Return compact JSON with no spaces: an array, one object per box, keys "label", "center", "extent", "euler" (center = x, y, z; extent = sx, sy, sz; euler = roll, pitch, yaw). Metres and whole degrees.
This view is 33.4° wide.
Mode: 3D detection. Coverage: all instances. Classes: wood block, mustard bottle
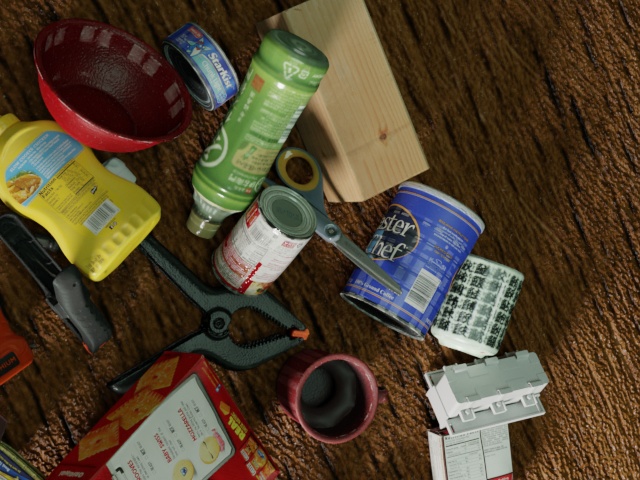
[{"label":"wood block","center":[0.022,-0.151,1.114],"extent":[0.090,0.090,0.206],"euler":[-27,102,-20]},{"label":"mustard bottle","center":[-0.250,-0.056,1.009],"extent":[0.191,0.058,0.096],"euler":[41,77,2]}]

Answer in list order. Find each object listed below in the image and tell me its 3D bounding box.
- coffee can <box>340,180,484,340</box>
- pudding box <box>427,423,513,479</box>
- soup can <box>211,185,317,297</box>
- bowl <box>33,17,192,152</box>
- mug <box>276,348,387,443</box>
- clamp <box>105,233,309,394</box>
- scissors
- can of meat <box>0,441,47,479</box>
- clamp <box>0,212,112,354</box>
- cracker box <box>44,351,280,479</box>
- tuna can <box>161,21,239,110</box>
[{"label":"coffee can","center":[0.099,0.022,1.146],"extent":[0.102,0.103,0.140],"euler":[33,81,-20]},{"label":"pudding box","center":[0.174,0.263,1.224],"extent":[0.089,0.039,0.113],"euler":[-9,94,-21]},{"label":"soup can","center":[-0.057,0.001,1.071],"extent":[0.068,0.102,0.068],"euler":[23,42,-22]},{"label":"bowl","center":[-0.205,-0.137,1.017],"extent":[0.162,0.162,0.055],"euler":[24,129,-21]},{"label":"mug","center":[0.014,0.160,1.130],"extent":[0.117,0.082,0.093],"euler":[1,92,-22]},{"label":"clamp","center":[-0.113,0.074,1.100],"extent":[0.209,0.036,0.164],"euler":[2,92,-21]},{"label":"scissors","center":[0.014,-0.028,1.109],"extent":[0.202,0.016,0.096],"euler":[26,75,8]},{"label":"can of meat","center":[-0.298,0.247,1.003],"extent":[0.084,0.102,0.057],"euler":[-51,153,-15]},{"label":"clamp","center":[-0.234,0.054,1.000],"extent":[0.039,0.120,0.171],"euler":[-40,133,-13]},{"label":"cracker box","center":[-0.156,0.236,1.016],"extent":[0.213,0.072,0.164],"euler":[-48,121,-33]},{"label":"tuna can","center":[-0.119,-0.172,1.059],"extent":[0.033,0.086,0.086],"euler":[-38,106,-14]}]
